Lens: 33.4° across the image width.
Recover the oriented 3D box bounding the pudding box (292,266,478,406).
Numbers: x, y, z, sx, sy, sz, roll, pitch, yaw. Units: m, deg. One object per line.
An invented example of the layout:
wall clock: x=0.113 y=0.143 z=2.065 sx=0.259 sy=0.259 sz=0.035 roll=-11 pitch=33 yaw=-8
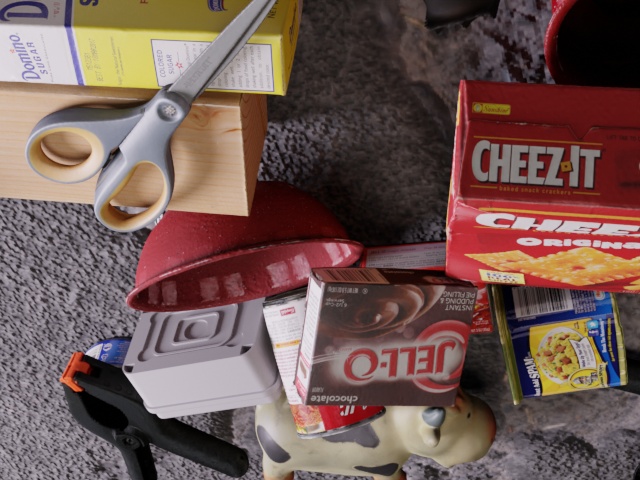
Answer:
pudding box: x=0.043 y=0.065 z=0.720 sx=0.113 sy=0.039 sz=0.090 roll=3 pitch=108 yaw=-15

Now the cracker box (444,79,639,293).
cracker box: x=0.155 y=-0.021 z=0.607 sx=0.164 sy=0.072 sz=0.213 roll=3 pitch=169 yaw=6

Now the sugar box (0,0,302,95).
sugar box: x=-0.100 y=-0.128 z=0.594 sx=0.176 sy=0.093 sz=0.048 roll=5 pitch=135 yaw=4

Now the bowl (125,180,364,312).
bowl: x=-0.055 y=0.001 z=0.713 sx=0.162 sy=0.055 sz=0.162 roll=-13 pitch=168 yaw=-3

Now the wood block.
wood block: x=-0.141 y=-0.083 z=0.649 sx=0.206 sy=0.090 sz=0.091 roll=4 pitch=136 yaw=4

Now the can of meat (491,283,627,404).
can of meat: x=0.173 y=0.068 z=0.771 sx=0.084 sy=0.057 sz=0.102 roll=-10 pitch=133 yaw=11

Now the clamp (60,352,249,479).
clamp: x=-0.139 y=0.152 z=0.871 sx=0.120 sy=0.039 sz=0.171 roll=-16 pitch=130 yaw=21

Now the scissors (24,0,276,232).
scissors: x=-0.099 y=-0.075 z=0.569 sx=0.096 sy=0.016 sz=0.202 roll=21 pitch=136 yaw=-10

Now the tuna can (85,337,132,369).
tuna can: x=-0.161 y=0.120 z=0.896 sx=0.086 sy=0.033 sz=0.086 roll=5 pitch=135 yaw=4

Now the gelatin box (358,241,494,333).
gelatin box: x=0.078 y=0.037 z=0.776 sx=0.089 sy=0.030 sz=0.073 roll=-5 pitch=133 yaw=13

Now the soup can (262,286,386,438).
soup can: x=0.002 y=0.085 z=0.778 sx=0.069 sy=0.068 sz=0.102 roll=-15 pitch=91 yaw=23
